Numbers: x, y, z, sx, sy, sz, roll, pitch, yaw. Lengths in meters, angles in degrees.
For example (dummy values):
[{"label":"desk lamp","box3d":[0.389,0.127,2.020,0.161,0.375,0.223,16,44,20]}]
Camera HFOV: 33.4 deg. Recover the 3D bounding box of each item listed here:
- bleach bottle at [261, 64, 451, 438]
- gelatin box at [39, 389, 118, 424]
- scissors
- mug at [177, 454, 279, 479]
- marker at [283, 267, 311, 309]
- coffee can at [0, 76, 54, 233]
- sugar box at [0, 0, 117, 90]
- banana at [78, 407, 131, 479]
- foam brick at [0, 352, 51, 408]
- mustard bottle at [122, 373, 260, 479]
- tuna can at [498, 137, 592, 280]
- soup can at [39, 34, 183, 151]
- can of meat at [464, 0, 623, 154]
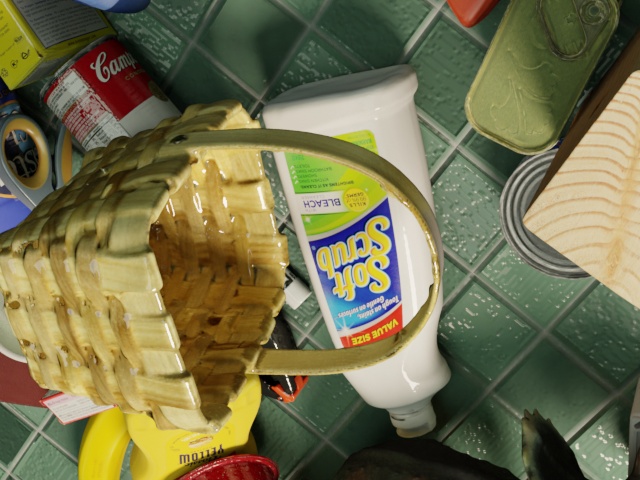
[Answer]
[{"label":"bleach bottle","box3d":[0.042,0.016,0.712,0.103,0.068,0.251,-7,110,28]},{"label":"gelatin box","box3d":[-0.161,0.098,0.802,0.030,0.073,0.089,49,139,-14]},{"label":"scissors","box3d":[-0.194,-0.002,0.745,0.016,0.096,0.202,-8,70,47]},{"label":"mug","box3d":[-0.059,0.222,0.777,0.093,0.081,0.117,-19,142,-11]},{"label":"marker","box3d":[-0.055,0.001,0.767,0.121,0.020,0.020,45,119,0]},{"label":"coffee can","box3d":[-0.257,-0.060,0.775,0.103,0.102,0.140,-14,105,25]},{"label":"sugar box","box3d":[-0.222,-0.192,0.715,0.048,0.093,0.176,-34,95,28]},{"label":"banana","box3d":[-0.156,0.155,0.857,0.070,0.037,0.198,30,118,13]},{"label":"foam brick","box3d":[-0.232,0.097,0.856,0.078,0.053,0.051,5,112,21]},{"label":"mustard bottle","box3d":[-0.095,0.158,0.800,0.096,0.058,0.192,-13,141,-16]},{"label":"tuna can","box3d":[0.157,-0.021,0.667,0.086,0.033,0.086,8,113,18]},{"label":"soup can","box3d":[-0.135,-0.082,0.738,0.069,0.068,0.102,-39,94,29]},{"label":"can of meat","box3d":[0.132,-0.110,0.613,0.057,0.083,0.102,27,118,9]}]
